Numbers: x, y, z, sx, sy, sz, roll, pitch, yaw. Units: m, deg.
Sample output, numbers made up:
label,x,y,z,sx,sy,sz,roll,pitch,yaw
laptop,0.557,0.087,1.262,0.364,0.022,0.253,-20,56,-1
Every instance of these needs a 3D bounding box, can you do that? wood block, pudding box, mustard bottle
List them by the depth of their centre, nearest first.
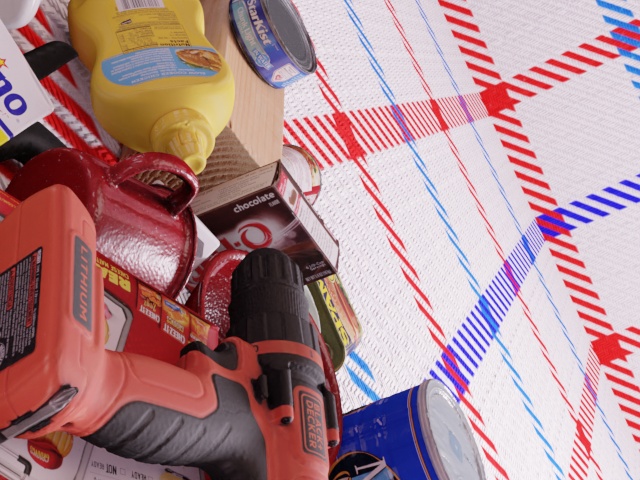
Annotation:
label,x,y,z,sx,sy,sz,roll,pitch,yaw
mustard bottle,-0.110,-0.110,0.729,0.192,0.096,0.058,-116,-155,-43
pudding box,-0.055,0.001,0.776,0.090,0.114,0.039,53,26,-32
wood block,-0.088,-0.111,0.859,0.090,0.090,0.206,52,23,-33

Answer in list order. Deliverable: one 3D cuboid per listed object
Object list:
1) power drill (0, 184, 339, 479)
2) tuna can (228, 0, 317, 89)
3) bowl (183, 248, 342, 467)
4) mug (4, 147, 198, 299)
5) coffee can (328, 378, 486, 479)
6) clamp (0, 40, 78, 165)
label,x,y,z,sx,sy,sz,roll,pitch,yaw
power drill,-0.065,0.050,0.496,0.187,0.057,0.184,33,36,-38
tuna can,-0.038,-0.167,0.866,0.086,0.034,0.086,52,23,-33
bowl,-0.051,0.089,0.718,0.162,0.055,0.162,46,29,-35
mug,-0.122,-0.009,0.609,0.081,0.117,0.093,30,30,-52
coffee can,0.037,0.172,0.776,0.102,0.140,0.103,53,23,-34
clamp,-0.183,-0.070,0.630,0.120,0.039,0.171,64,24,8
